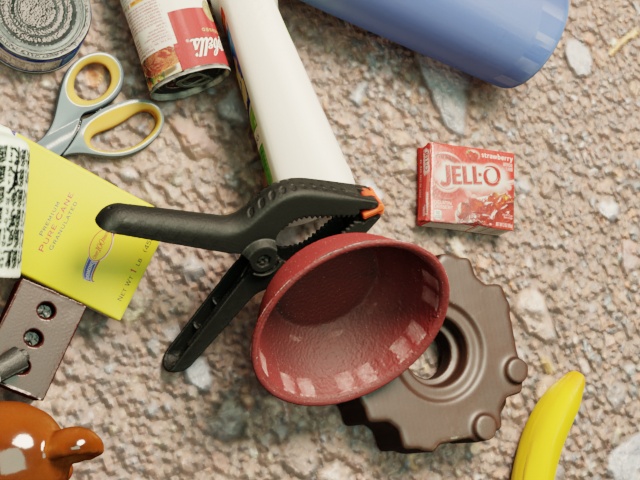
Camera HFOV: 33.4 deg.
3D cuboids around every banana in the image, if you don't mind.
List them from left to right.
[{"bbox_3d":[0.199,0.210,0.946,0.069,0.037,0.198,16,76,-37],"label":"banana"}]

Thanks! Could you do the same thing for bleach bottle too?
[{"bbox_3d":[-0.043,-0.142,0.881,0.068,0.102,0.251,-19,82,-4],"label":"bleach bottle"}]

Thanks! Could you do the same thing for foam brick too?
[{"bbox_3d":[-0.216,0.074,0.789,0.053,0.051,0.078,26,72,-17],"label":"foam brick"}]

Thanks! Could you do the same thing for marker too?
[{"bbox_3d":[-0.245,0.105,0.714,0.120,0.020,0.020,-34,95,-42],"label":"marker"}]

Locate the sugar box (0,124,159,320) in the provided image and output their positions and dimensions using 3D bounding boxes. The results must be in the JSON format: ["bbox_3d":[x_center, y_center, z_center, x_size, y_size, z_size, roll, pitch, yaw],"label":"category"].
[{"bbox_3d":[-0.211,-0.019,0.799,0.176,0.048,0.093,29,80,-22],"label":"sugar box"}]

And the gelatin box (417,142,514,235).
[{"bbox_3d":[0.131,-0.046,0.962,0.089,0.030,0.073,6,79,-21],"label":"gelatin box"}]

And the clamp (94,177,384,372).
[{"bbox_3d":[-0.055,0.001,0.800,0.210,0.036,0.164,-27,131,-2],"label":"clamp"}]

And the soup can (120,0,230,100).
[{"bbox_3d":[-0.120,-0.172,0.858,0.068,0.069,0.102,-17,84,-24],"label":"soup can"}]

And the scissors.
[{"bbox_3d":[-0.220,-0.086,0.833,0.201,0.016,0.096,-19,91,-24],"label":"scissors"}]

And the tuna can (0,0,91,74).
[{"bbox_3d":[-0.224,-0.177,0.838,0.086,0.034,0.086,4,80,-22],"label":"tuna can"}]

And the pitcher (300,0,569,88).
[{"bbox_3d":[0.091,-0.235,0.934,0.242,0.145,0.149,22,85,-21],"label":"pitcher"}]

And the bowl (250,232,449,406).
[{"bbox_3d":[0.014,0.049,0.808,0.161,0.162,0.055,-7,40,-23],"label":"bowl"}]
